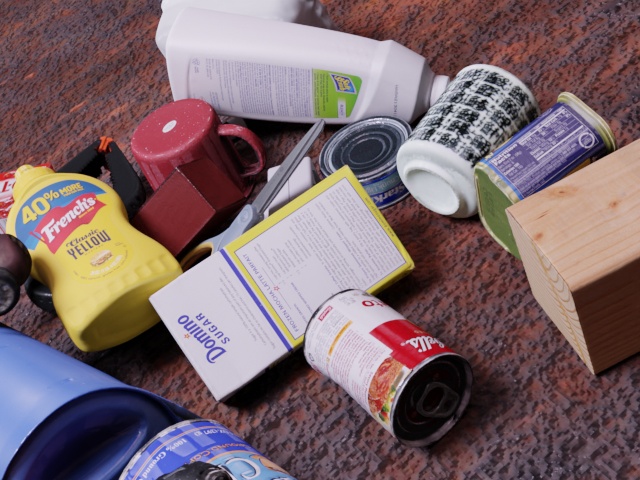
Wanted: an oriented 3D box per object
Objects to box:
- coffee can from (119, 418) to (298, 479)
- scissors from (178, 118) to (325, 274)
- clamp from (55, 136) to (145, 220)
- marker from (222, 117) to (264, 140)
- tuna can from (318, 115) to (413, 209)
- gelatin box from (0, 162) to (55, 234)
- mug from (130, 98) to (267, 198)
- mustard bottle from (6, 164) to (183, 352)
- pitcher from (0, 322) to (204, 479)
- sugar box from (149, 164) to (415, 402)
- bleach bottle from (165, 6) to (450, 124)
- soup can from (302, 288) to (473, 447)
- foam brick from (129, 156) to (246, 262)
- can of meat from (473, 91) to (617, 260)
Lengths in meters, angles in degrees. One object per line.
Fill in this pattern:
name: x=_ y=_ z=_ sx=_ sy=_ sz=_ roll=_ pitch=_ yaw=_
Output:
coffee can: x=-0.044 y=0.181 z=0.628 sx=0.102 sy=0.102 sz=0.141 roll=-45 pitch=43 yaw=-20
scissors: x=-0.055 y=0.001 z=0.828 sx=0.202 sy=0.016 sz=0.096 roll=-42 pitch=43 yaw=24
clamp: x=-0.195 y=-0.012 z=0.923 sx=0.164 sy=0.036 sz=0.210 roll=7 pitch=45 yaw=9
marker: x=-0.100 y=-0.096 z=1.014 sx=0.121 sy=0.020 sz=0.020 roll=-31 pitch=40 yaw=-5
tuna can: x=0.043 y=-0.066 z=0.892 sx=0.086 sy=0.033 sz=0.086 roll=-15 pitch=42 yaw=14
gelatin box: x=-0.309 y=-0.036 z=1.056 sx=0.089 sy=0.030 sz=0.073 roll=-9 pitch=43 yaw=20
mug: x=-0.105 y=-0.073 z=0.943 sx=0.117 sy=0.081 sz=0.093 roll=-8 pitch=44 yaw=22
mustard bottle: x=-0.194 y=-0.001 z=0.848 sx=0.096 sy=0.058 sz=0.192 roll=-32 pitch=53 yaw=-19
pitcher: x=-0.200 y=0.131 z=0.751 sx=0.243 sy=0.149 sz=0.145 roll=18 pitch=66 yaw=49
sugar box: x=-0.027 y=0.032 z=0.787 sx=0.176 sy=0.048 sz=0.093 roll=-34 pitch=83 yaw=-5
bleach bottle: x=-0.006 y=-0.140 z=0.939 sx=0.251 sy=0.102 sz=0.068 roll=11 pitch=55 yaw=11
soup can: x=0.043 y=0.083 z=0.711 sx=0.068 sy=0.068 sz=0.102 roll=-40 pitch=41 yaw=-15
foam brick: x=-0.112 y=-0.024 z=0.883 sx=0.078 sy=0.051 sz=0.052 roll=-44 pitch=-7 yaw=27
can of meat: x=0.158 y=-0.041 z=0.752 sx=0.084 sy=0.102 sz=0.057 roll=-37 pitch=60 yaw=-7
